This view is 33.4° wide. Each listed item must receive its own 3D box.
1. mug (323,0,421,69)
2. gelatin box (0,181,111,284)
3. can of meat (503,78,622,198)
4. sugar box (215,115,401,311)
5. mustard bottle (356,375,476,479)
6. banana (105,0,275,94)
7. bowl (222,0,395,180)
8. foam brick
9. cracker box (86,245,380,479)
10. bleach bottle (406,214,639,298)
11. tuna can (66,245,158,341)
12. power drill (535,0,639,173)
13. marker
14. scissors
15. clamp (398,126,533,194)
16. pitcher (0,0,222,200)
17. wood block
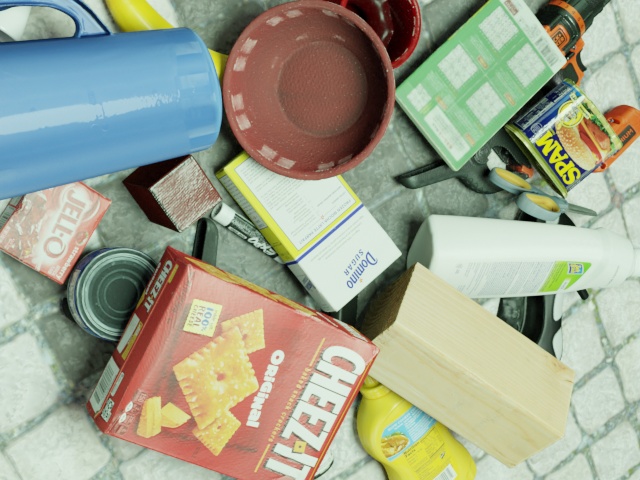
[{"bbox_3d":[0.034,-0.222,1.041,0.093,0.082,0.117,-27,109,-23],"label":"mug"},{"bbox_3d":[-0.240,-0.018,0.948,0.073,0.030,0.089,35,80,-28],"label":"gelatin box"},{"bbox_3d":[0.262,-0.110,1.146,0.084,0.057,0.102,-40,115,5],"label":"can of meat"},{"bbox_3d":[-0.011,-0.025,1.042,0.093,0.048,0.176,-40,100,-17],"label":"sugar box"},{"bbox_3d":[0.092,0.205,1.147,0.096,0.058,0.191,-37,113,-18],"label":"mustard bottle"},{"bbox_3d":[-0.118,-0.179,0.992,0.197,0.037,0.069,17,70,-31],"label":"banana"},{"bbox_3d":[-0.006,-0.138,0.980,0.162,0.055,0.162,3,100,15],"label":"bowl"},{"bbox_3d":[-0.136,-0.046,0.975,0.053,0.078,0.051,-41,115,-16],"label":"foam brick"},{"bbox_3d":[-0.075,0.123,0.956,0.213,0.072,0.164,26,94,-28],"label":"cracker box"},{"bbox_3d":[0.225,0.023,1.131,0.250,0.103,0.068,3,55,-12],"label":"bleach bottle"},{"bbox_3d":[-0.181,0.048,0.957,0.086,0.034,0.086,0,90,-25],"label":"tuna can"},{"bbox_3d":[0.297,-0.185,1.207,0.184,0.057,0.187,-43,112,-13],"label":"power drill"},{"bbox_3d":[-0.057,0.001,1.059,0.121,0.020,0.020,35,80,-28],"label":"marker"},{"bbox_3d":[0.245,-0.051,1.179,0.016,0.096,0.201,-58,160,18],"label":"scissors"},{"bbox_3d":[0.162,-0.106,1.154,0.171,0.039,0.120,6,99,-34],"label":"clamp"},{"bbox_3d":[-0.211,-0.118,0.879,0.242,0.149,0.145,-14,61,-23],"label":"pitcher"},{"bbox_3d":[0.145,0.128,1.082,0.206,0.090,0.090,34,44,-10],"label":"wood block"}]
